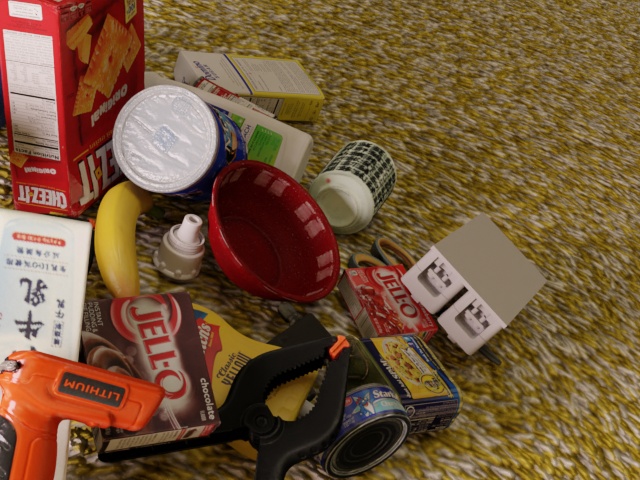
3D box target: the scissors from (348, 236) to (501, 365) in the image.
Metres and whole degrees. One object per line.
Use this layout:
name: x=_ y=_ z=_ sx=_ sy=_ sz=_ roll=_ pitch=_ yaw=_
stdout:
scissors: x=0.103 y=0.066 z=1.143 sx=0.096 sy=0.016 sz=0.202 roll=-4 pitch=43 yaw=-36

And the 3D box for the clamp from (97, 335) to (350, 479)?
clamp: x=-0.057 y=0.146 z=0.833 sx=0.165 sy=0.036 sz=0.209 roll=32 pitch=61 yaw=14

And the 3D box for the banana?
banana: x=-0.180 y=-0.009 z=0.999 sx=0.069 sy=0.037 sz=0.197 roll=41 pitch=22 yaw=-18

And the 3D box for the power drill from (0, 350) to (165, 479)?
power drill: x=-0.160 y=0.175 z=0.680 sx=0.184 sy=0.057 sz=0.187 roll=21 pitch=73 yaw=-23

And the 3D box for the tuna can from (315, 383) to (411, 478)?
tuna can: x=0.033 y=0.161 z=0.894 sx=0.085 sy=0.086 sz=0.034 roll=-2 pitch=43 yaw=-37

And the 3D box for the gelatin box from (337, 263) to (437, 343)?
gelatin box: x=0.067 y=0.066 z=1.090 sx=0.073 sy=0.030 sz=0.089 roll=-3 pitch=50 yaw=-30

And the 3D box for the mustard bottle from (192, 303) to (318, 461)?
mustard bottle: x=-0.105 y=0.104 z=0.901 sx=0.191 sy=0.058 sz=0.096 roll=27 pitch=55 yaw=4

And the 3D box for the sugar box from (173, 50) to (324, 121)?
sugar box: x=-0.090 y=-0.195 z=1.356 sx=0.175 sy=0.048 sz=0.093 roll=-3 pitch=42 yaw=-32

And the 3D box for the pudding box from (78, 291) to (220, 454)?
pudding box: x=-0.133 y=0.097 z=0.798 sx=0.089 sy=0.039 sz=0.113 roll=-5 pitch=65 yaw=-25

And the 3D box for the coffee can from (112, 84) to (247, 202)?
coffee can: x=-0.137 y=-0.093 z=1.072 sx=0.103 sy=0.103 sz=0.140 roll=31 pitch=2 yaw=8

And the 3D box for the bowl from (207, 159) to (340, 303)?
bowl: x=-0.057 y=0.001 z=1.060 sx=0.162 sy=0.055 sz=0.162 roll=29 pitch=42 yaw=-30

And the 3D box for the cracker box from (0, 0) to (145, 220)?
cracker box: x=-0.230 y=-0.149 z=1.026 sx=0.072 sy=0.214 sz=0.164 roll=11 pitch=29 yaw=15

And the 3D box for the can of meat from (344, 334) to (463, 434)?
can of meat: x=0.070 y=0.133 z=0.987 sx=0.083 sy=0.057 sz=0.102 roll=0 pitch=40 yaw=-37

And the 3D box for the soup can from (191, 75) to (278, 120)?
soup can: x=-0.108 y=-0.138 z=1.239 sx=0.102 sy=0.069 sz=0.068 roll=28 pitch=32 yaw=3

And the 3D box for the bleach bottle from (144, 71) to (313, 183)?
bleach bottle: x=-0.140 y=-0.115 z=1.176 sx=0.251 sy=0.102 sz=0.068 roll=22 pitch=-5 yaw=6
